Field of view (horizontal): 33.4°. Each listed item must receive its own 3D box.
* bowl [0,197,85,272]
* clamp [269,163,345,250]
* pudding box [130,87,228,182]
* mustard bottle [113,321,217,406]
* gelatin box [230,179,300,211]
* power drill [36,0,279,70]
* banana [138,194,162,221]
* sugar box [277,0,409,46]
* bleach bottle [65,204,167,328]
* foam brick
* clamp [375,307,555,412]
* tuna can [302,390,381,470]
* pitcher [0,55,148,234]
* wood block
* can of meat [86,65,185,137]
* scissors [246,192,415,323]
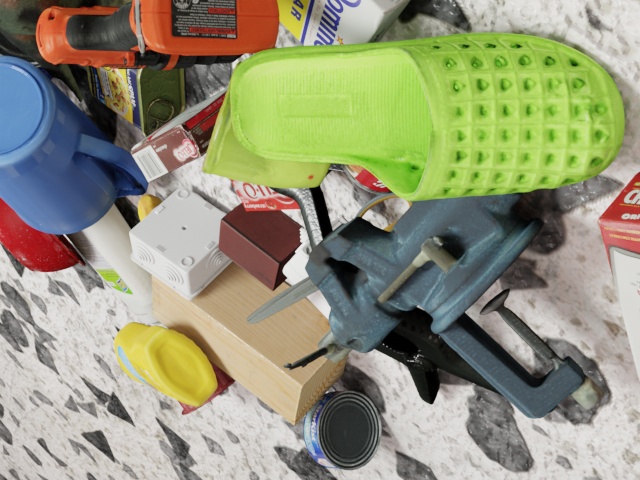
[{"bbox_3d":[-0.353,-0.015,1.272,0.162,0.055,0.162,47,172,8],"label":"bowl"},{"bbox_3d":[-0.009,-0.052,0.928,0.172,0.120,0.039,36,-173,25],"label":"clamp"},{"bbox_3d":[-0.115,-0.102,0.994,0.114,0.089,0.039,-13,113,54],"label":"pudding box"},{"bbox_3d":[-0.187,0.135,1.208,0.096,0.058,0.192,48,160,-18],"label":"mustard bottle"},{"bbox_3d":[-0.052,-0.065,1.016,0.089,0.030,0.073,2,126,48],"label":"gelatin box"},{"bbox_3d":[-0.108,-0.163,0.830,0.188,0.184,0.057,4,99,59],"label":"power drill"},{"bbox_3d":[-0.177,0.017,1.220,0.070,0.037,0.198,-111,11,-54],"label":"banana"},{"bbox_3d":[-0.019,-0.214,0.807,0.176,0.048,0.093,47,148,3],"label":"sugar box"},{"bbox_3d":[-0.254,0.013,1.302,0.103,0.068,0.250,4,132,57],"label":"bleach bottle"},{"bbox_3d":[-0.057,0.001,1.073,0.078,0.051,0.053,37,147,15],"label":"foam brick"},{"bbox_3d":[0.105,0.101,0.958,0.165,0.036,0.209,-2,146,45],"label":"clamp"},{"bbox_3d":[0.024,0.208,1.169,0.034,0.086,0.086,-12,116,55],"label":"tuna can"},{"bbox_3d":[-0.280,-0.094,1.082,0.145,0.149,0.243,56,175,11],"label":"pitcher"},{"bbox_3d":[-0.077,0.091,1.155,0.206,0.090,0.090,35,146,18],"label":"wood block"},{"bbox_3d":[-0.181,-0.162,1.036,0.084,0.057,0.102,34,144,23],"label":"can of meat"},{"bbox_3d":[0.027,0.038,0.956,0.096,0.016,0.202,42,115,-1],"label":"scissors"}]
